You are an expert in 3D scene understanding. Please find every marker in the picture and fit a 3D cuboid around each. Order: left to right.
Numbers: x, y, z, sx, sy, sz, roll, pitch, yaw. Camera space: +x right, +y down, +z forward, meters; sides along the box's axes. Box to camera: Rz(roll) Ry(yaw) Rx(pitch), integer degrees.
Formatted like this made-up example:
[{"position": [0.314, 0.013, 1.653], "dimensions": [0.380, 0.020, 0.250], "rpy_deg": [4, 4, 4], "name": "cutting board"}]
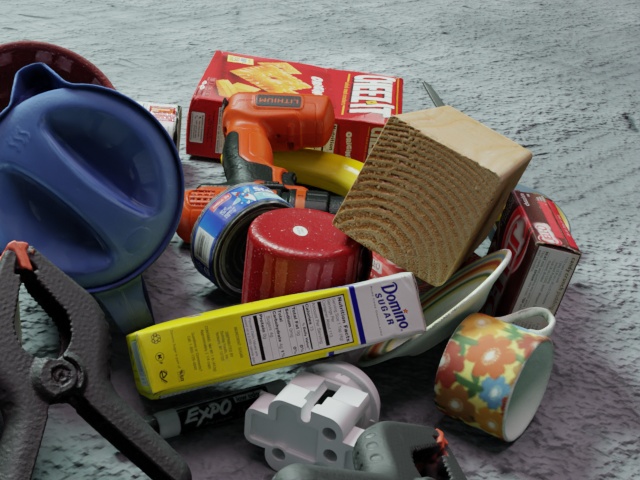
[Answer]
[{"position": [-0.075, 0.110, 0.671], "dimensions": [0.120, 0.020, 0.020], "rpy_deg": [-11, 31, -31], "name": "marker"}]

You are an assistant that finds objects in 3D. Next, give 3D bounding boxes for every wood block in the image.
[{"position": [0.093, -0.041, 0.818], "dimensions": [0.090, 0.091, 0.205], "rpy_deg": [31, 16, 11], "name": "wood block"}]

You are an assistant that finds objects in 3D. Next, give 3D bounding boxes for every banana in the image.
[{"position": [-0.001, -0.061, 1.015], "dimensions": [0.198, 0.037, 0.069], "rpy_deg": [22, 29, 28], "name": "banana"}]

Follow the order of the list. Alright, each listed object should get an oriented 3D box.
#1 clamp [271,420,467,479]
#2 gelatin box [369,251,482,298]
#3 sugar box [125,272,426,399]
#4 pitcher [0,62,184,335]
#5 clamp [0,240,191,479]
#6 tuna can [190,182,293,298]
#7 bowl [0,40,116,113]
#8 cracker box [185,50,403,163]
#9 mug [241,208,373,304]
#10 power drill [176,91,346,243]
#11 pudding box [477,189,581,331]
[{"position": [0.058, 0.152, 0.547], "dimensions": [0.164, 0.036, 0.209], "rpy_deg": [47, 13, 5], "name": "clamp"}, {"position": [0.089, 0.026, 0.866], "dimensions": [0.089, 0.030, 0.073], "rpy_deg": [-8, 29, -28], "name": "gelatin box"}, {"position": [-0.031, 0.059, 0.681], "dimensions": [0.176, 0.048, 0.093], "rpy_deg": [-14, -2, -15], "name": "sugar box"}, {"position": [-0.167, -0.033, 0.780], "dimensions": [0.145, 0.149, 0.243], "rpy_deg": [22, 2, -11], "name": "pitcher"}, {"position": [-0.138, 0.083, 0.596], "dimensions": [0.120, 0.171, 0.039], "rpy_deg": [0, -17, -37], "name": "clamp"}, {"position": [-0.055, 0.001, 0.821], "dimensions": [0.085, 0.086, 0.034], "rpy_deg": [-13, 34, -35], "name": "tuna can"}, {"position": [-0.252, -0.090, 0.935], "dimensions": [0.161, 0.162, 0.055], "rpy_deg": [-5, -12, -23], "name": "bowl"}, {"position": [-0.022, -0.135, 1.122], "dimensions": [0.213, 0.072, 0.164], "rpy_deg": [8, 27, 1], "name": "cracker box"}, {"position": [-0.006, 0.026, 0.786], "dimensions": [0.117, 0.081, 0.093], "rpy_deg": [-14, 33, -36], "name": "mug"}, {"position": [-0.027, -0.061, 0.944], "dimensions": [0.184, 0.057, 0.187], "rpy_deg": [3, 38, 1], "name": "power drill"}, {"position": [0.143, 0.032, 0.771], "dimensions": [0.039, 0.114, 0.090], "rpy_deg": [12, 25, -7], "name": "pudding box"}]
